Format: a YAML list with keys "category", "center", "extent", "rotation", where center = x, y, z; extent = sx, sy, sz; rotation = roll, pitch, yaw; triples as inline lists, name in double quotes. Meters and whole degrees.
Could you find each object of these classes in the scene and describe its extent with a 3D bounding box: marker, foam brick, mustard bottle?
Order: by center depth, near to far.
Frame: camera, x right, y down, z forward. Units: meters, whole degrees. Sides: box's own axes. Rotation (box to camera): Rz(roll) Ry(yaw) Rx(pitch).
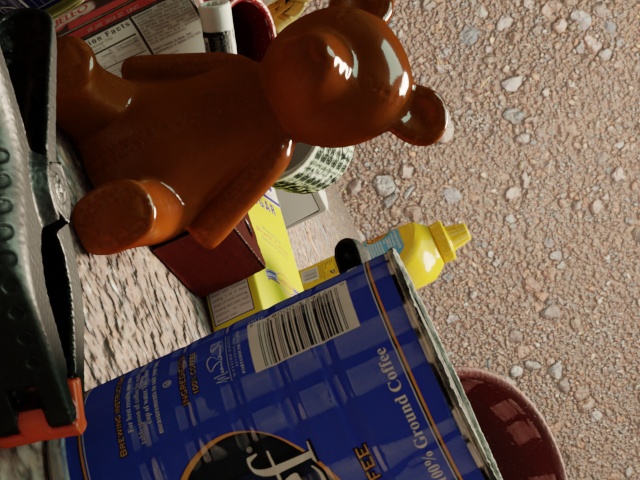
- category: "marker"
  center: [-0.055, -0.083, 0.643]
  extent: [0.020, 0.020, 0.121]
  rotation: [-103, -174, -65]
- category: "foam brick"
  center: [-0.075, -0.008, 0.682]
  extent: [0.078, 0.051, 0.053]
  rotation: [56, 10, -59]
- category: "mustard bottle"
  center: [0.055, 0.030, 1.037]
  extent: [0.096, 0.191, 0.058]
  rotation: [-98, 162, -72]

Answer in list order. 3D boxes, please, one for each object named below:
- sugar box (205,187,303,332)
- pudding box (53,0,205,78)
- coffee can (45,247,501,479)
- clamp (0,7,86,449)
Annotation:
- category: "sugar box"
  center: [-0.055, 0.001, 0.773]
  extent: [0.093, 0.048, 0.176]
  rotation: [43, 28, -55]
- category: "pudding box"
  center: [-0.103, -0.110, 0.667]
  extent: [0.113, 0.090, 0.039]
  rotation: [60, 9, -49]
- category: "coffee can"
  center: [-0.015, 0.078, 0.401]
  extent: [0.103, 0.140, 0.103]
  rotation: [-26, 91, -85]
- category: "clamp"
  center: [-0.104, -0.020, 0.365]
  extent: [0.120, 0.039, 0.171]
  rotation: [-30, 113, -83]
